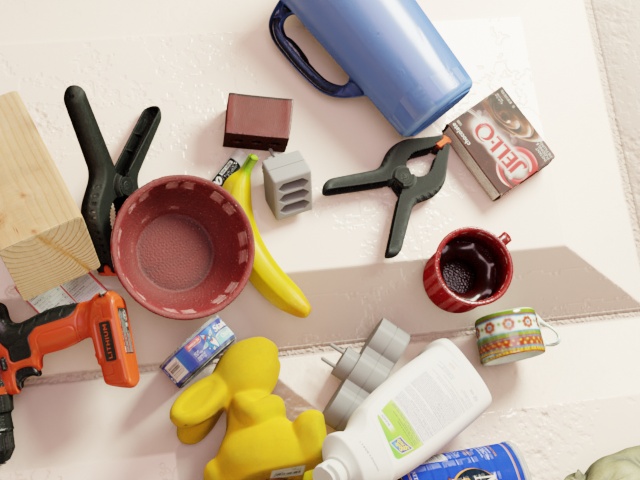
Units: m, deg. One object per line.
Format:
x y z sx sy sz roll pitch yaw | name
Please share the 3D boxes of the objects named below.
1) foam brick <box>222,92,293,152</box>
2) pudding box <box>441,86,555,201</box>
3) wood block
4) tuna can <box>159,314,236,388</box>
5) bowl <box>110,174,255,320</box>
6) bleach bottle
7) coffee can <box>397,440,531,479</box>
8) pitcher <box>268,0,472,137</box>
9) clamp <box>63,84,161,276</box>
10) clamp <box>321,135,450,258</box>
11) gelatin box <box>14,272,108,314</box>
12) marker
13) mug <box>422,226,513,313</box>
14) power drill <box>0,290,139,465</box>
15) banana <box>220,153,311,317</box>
-0.075 -0.139 1.265 0.078 0.053 0.051 5 74 -7 | foam brick
0.218 -0.118 1.314 0.090 0.039 0.113 -35 83 -16 | pudding box
-0.321 -0.052 1.141 0.090 0.091 0.206 -25 56 -14 | wood block
-0.134 0.122 1.168 0.086 0.086 0.034 -42 87 -17 | tuna can
-0.157 0.010 1.191 0.162 0.055 0.162 3 81 -18 | bowl
0.077 0.193 1.130 0.250 0.068 0.102 -23 70 -46 | bleach bottle
0.150 0.281 1.163 0.140 0.103 0.103 -8 77 -11 | coffee can
0.062 -0.240 1.285 0.144 0.149 0.243 -36 87 -31 | pitcher
-0.236 -0.067 1.185 0.036 0.164 0.210 0 82 26 | clamp
0.086 -0.073 1.281 0.120 0.039 0.171 40 67 -2 | clamp
-0.284 0.061 1.189 0.089 0.030 0.073 45 74 4 | gelatin box
-0.128 -0.058 1.252 0.020 0.020 0.121 38 73 2 | marker
0.175 0.031 1.245 0.117 0.081 0.093 -42 85 -17 | mug
-0.292 0.136 1.133 0.187 0.057 0.184 -11 87 2 | power drill
-0.072 0.004 1.224 0.037 0.070 0.198 -16 83 -51 | banana
